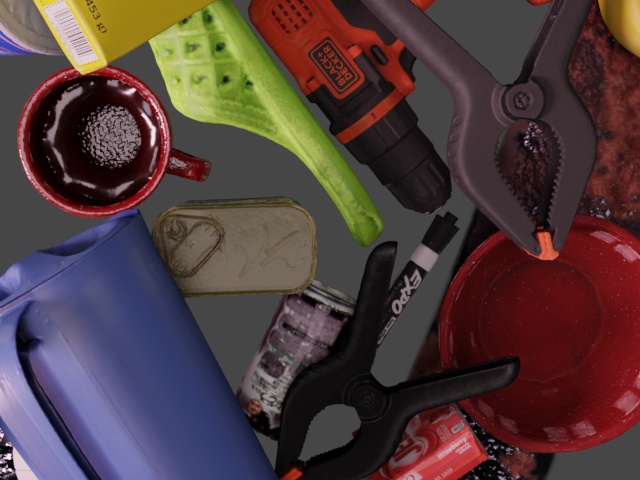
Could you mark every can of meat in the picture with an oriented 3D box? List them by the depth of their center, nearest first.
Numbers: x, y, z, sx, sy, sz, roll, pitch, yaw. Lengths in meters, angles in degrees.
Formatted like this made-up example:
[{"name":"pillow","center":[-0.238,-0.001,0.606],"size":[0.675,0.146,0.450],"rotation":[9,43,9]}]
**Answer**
[{"name":"can of meat","center":[-0.055,0.001,0.694],"size":[0.102,0.084,0.057],"rotation":[-2,97,-2]}]

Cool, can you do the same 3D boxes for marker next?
[{"name":"marker","center":[0.057,0.032,0.735],"size":[0.020,0.020,0.121],"rotation":[33,95,-6]}]

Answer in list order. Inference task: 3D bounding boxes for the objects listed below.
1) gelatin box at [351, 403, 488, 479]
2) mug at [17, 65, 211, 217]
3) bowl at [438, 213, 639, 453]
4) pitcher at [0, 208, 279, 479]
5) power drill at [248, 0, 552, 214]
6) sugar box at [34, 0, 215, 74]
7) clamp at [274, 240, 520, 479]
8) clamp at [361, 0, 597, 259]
[{"name":"gelatin box","center":[0.064,0.136,0.713],"size":[0.073,0.089,0.030],"rotation":[-35,107,2]},{"name":"mug","center":[-0.126,-0.062,0.684],"size":[0.117,0.081,0.093],"rotation":[14,96,-4]},{"name":"bowl","center":[0.156,0.059,0.725],"size":[0.162,0.055,0.162],"rotation":[0,97,-2]},{"name":"pitcher","center":[-0.107,0.116,0.613],"size":[0.149,0.145,0.243],"rotation":[-38,105,-36]},{"name":"power drill","center":[0.075,-0.135,0.693],"size":[0.187,0.057,0.184],"rotation":[-40,100,0]},{"name":"sugar box","center":[-0.077,-0.171,0.569],"size":[0.176,0.048,0.093],"rotation":[-38,113,-28]},{"name":"clamp","center":[0.041,0.100,0.679],"size":[0.120,0.039,0.171],"rotation":[36,97,7]},{"name":"clamp","center":[0.128,-0.094,0.660],"size":[0.164,0.036,0.210],"rotation":[-20,98,-2]}]
